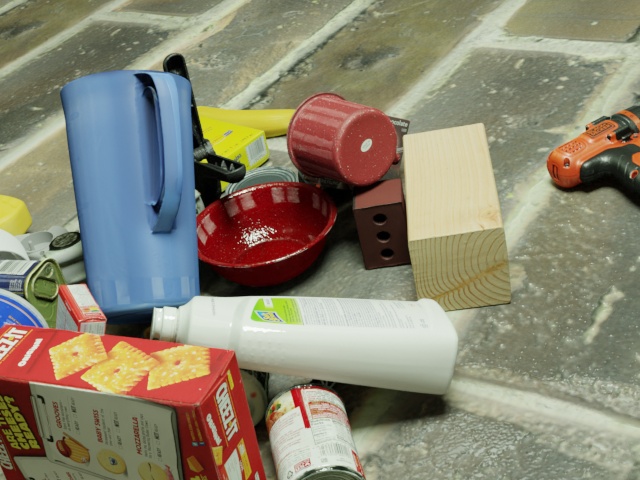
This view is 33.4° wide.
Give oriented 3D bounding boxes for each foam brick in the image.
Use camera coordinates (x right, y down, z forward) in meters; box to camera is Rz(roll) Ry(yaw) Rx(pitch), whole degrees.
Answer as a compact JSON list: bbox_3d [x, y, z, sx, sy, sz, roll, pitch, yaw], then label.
[{"bbox_3d":[0.065,-0.017,1.105,0.053,0.078,0.051,-9,33,9],"label":"foam brick"}]

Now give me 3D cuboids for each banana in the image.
[{"bbox_3d":[-0.108,-0.162,1.424,0.198,0.037,0.069,10,40,31],"label":"banana"}]

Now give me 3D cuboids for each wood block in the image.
[{"bbox_3d":[0.136,-0.027,1.085,0.091,0.090,0.206,-8,33,8],"label":"wood block"}]

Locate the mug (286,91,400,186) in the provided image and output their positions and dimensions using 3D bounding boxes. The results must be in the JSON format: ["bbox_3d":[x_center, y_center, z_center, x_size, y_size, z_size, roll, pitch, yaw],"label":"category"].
[{"bbox_3d":[0.034,-0.099,1.110,0.117,0.093,0.082,19,3,-38],"label":"mug"}]

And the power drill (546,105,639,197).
[{"bbox_3d":[0.364,-0.087,1.131,0.184,0.057,0.188,-29,33,-18],"label":"power drill"}]

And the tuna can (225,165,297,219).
[{"bbox_3d":[-0.065,-0.051,1.241,0.086,0.034,0.086,-9,33,6],"label":"tuna can"}]

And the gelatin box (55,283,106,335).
[{"bbox_3d":[-0.230,0.097,1.020,0.030,0.089,0.073,-3,26,-28],"label":"gelatin box"}]

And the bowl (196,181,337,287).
[{"bbox_3d":[-0.057,0.001,1.138,0.162,0.055,0.162,-9,33,6],"label":"bowl"}]

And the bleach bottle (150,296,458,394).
[{"bbox_3d":[-0.017,0.079,0.903,0.250,0.068,0.102,6,15,-11],"label":"bleach bottle"}]

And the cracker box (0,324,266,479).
[{"bbox_3d":[-0.155,0.155,0.836,0.214,0.164,0.072,4,34,24],"label":"cracker box"}]

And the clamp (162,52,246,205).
[{"bbox_3d":[-0.134,-0.091,1.210,0.036,0.210,0.165,-23,66,-19],"label":"clamp"}]

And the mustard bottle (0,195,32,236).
[{"bbox_3d":[-0.416,0.020,1.230,0.096,0.058,0.191,-2,34,18],"label":"mustard bottle"}]

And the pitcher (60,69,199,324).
[{"bbox_3d":[-0.181,-0.044,1.065,0.145,0.243,0.149,-9,-9,12],"label":"pitcher"}]

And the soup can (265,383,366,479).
[{"bbox_3d":[-0.004,0.171,0.848,0.068,0.068,0.102,-14,33,-3],"label":"soup can"}]

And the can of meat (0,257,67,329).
[{"bbox_3d":[-0.302,0.067,1.080,0.084,0.102,0.057,1,35,24],"label":"can of meat"}]

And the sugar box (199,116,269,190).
[{"bbox_3d":[-0.159,-0.118,1.366,0.176,0.048,0.093,19,44,38],"label":"sugar box"}]
